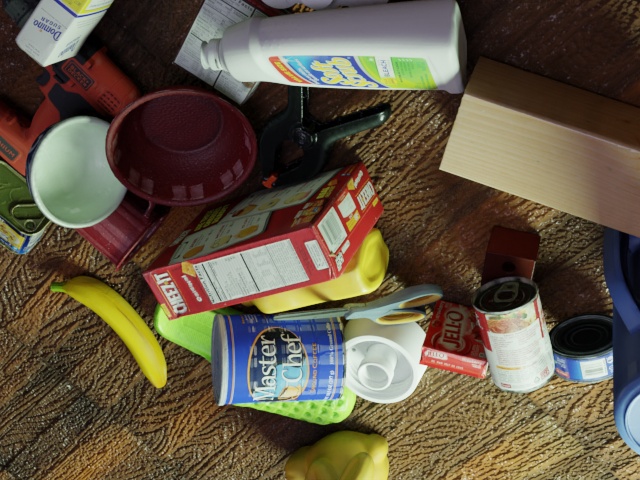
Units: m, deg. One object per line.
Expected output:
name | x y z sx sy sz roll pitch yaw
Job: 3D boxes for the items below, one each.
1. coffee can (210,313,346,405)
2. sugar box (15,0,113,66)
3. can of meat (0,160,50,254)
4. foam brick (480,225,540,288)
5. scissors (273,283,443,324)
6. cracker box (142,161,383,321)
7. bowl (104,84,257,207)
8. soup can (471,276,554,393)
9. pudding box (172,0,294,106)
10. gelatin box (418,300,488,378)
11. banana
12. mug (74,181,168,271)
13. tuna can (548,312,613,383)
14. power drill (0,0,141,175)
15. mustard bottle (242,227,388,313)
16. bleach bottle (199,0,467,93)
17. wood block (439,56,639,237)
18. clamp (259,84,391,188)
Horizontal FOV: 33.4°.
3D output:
coffee can | -0.050 0.134 1.216 0.140 0.103 0.103 0 126 -12
sugar box | -0.226 -0.257 1.052 0.048 0.093 0.176 41 108 -5
can of meat | -0.377 -0.037 1.287 0.102 0.057 0.084 39 149 -6
foam brick | 0.200 0.034 1.134 0.053 0.051 0.078 11 124 13
scissors | 0.053 0.068 1.147 0.096 0.201 0.016 -35 61 38
cracker box | -0.057 0.001 1.139 0.214 0.164 0.072 -16 110 28
bowl | -0.149 -0.112 1.148 0.162 0.055 0.162 -3 135 -3
soup can | 0.199 0.097 1.098 0.069 0.068 0.102 -6 118 24
pudding box | -0.089 -0.207 1.096 0.090 0.039 0.114 33 125 -3
gelatin box | 0.154 0.108 1.176 0.073 0.089 0.030 13 126 13
banana | -0.255 0.109 1.366 0.197 0.037 0.070 47 142 -11
mug | -0.230 -0.031 1.230 0.081 0.093 0.117 41 132 -2
tuna can | 0.284 0.113 1.133 0.086 0.086 0.034 -6 117 23
power drill | -0.315 -0.172 1.190 0.184 0.057 0.188 45 125 -11
mustard bottle | -0.023 0.040 1.194 0.192 0.096 0.058 -15 115 28
bleach bottle | 0.010 -0.181 1.024 0.251 0.068 0.102 -1 161 15
wood block | 0.230 -0.091 1.019 0.206 0.090 0.091 19 126 7
clamp | -0.004 -0.114 1.124 0.120 0.039 0.172 33 130 5
